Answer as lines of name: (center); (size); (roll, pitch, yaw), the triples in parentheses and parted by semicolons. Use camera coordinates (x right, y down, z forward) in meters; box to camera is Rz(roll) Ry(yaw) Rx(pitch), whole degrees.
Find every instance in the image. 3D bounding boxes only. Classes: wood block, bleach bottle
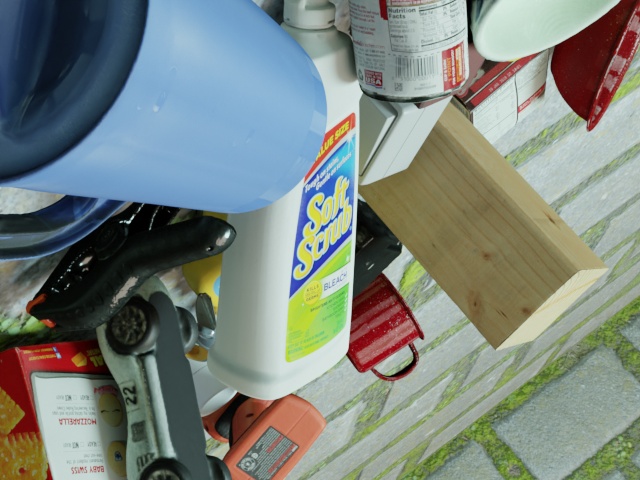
wood block: (0.116, -0.023, 0.849); (0.090, 0.206, 0.090); (-48, 159, 21)
bleach bottle: (-0.019, -0.031, 0.672); (0.102, 0.068, 0.251); (-25, 128, -46)

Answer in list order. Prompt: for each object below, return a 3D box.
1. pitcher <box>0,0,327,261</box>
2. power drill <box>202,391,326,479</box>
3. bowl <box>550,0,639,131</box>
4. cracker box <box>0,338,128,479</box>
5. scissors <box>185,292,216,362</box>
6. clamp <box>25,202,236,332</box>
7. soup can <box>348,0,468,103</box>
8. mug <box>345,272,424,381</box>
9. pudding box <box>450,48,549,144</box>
pitcher: (-0.090, -0.068, 0.492); (0.149, 0.145, 0.242); (-11, 172, 18)
power drill: (-0.044, 0.149, 1.032); (0.184, 0.057, 0.188); (-52, -165, 8)
bowl: (0.244, -0.178, 0.925); (0.162, 0.055, 0.162); (-55, 162, -28)
cracker box: (-0.162, 0.181, 0.773); (0.072, 0.214, 0.164); (-22, 170, 24)
scissors: (-0.075, 0.080, 0.866); (0.016, 0.096, 0.202); (-69, -168, -19)
clamp: (-0.114, 0.008, 0.658); (0.171, 0.120, 0.039); (-44, 116, 13)
soup can: (0.051, -0.138, 0.614); (0.068, 0.069, 0.102); (-27, 125, -32)
mug: (0.062, 0.102, 1.177); (0.081, 0.117, 0.093); (-33, -170, -5)
pudding box: (0.156, -0.130, 0.942); (0.090, 0.039, 0.113); (-39, 159, -4)
